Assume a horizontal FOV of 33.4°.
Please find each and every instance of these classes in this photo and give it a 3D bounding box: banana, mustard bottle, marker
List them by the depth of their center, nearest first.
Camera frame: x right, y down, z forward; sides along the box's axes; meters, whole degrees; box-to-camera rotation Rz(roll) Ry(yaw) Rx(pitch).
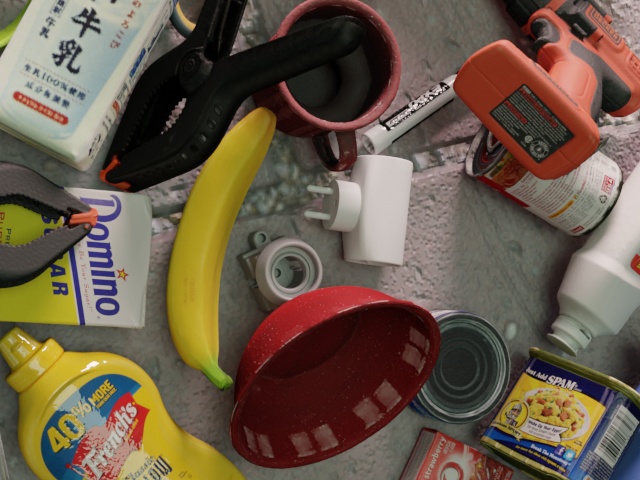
[{"bbox_3d":[-0.142,0.131,0.708,0.096,0.058,0.191,-44,101,-16],"label":"mustard bottle"},{"bbox_3d":[-0.072,0.004,0.737,0.037,0.070,0.198,28,67,-60],"label":"banana"},{"bbox_3d":[0.083,-0.105,0.817,0.121,0.020,0.020,-35,99,-17],"label":"marker"}]

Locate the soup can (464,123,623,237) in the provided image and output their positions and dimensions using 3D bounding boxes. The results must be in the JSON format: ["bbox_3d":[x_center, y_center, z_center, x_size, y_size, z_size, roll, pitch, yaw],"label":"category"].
[{"bbox_3d":[0.172,-0.055,0.821,0.102,0.069,0.068,29,78,-16],"label":"soup can"}]

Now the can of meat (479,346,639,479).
[{"bbox_3d":[0.179,0.137,0.789,0.057,0.102,0.084,42,76,-37],"label":"can of meat"}]

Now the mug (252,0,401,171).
[{"bbox_3d":[0.002,-0.106,0.756,0.093,0.082,0.117,-16,93,-19],"label":"mug"}]

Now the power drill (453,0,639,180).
[{"bbox_3d":[0.162,-0.140,0.783,0.184,0.057,0.187,44,40,-3],"label":"power drill"}]

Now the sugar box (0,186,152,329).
[{"bbox_3d":[-0.201,0.008,0.700,0.176,0.048,0.093,4,86,-18],"label":"sugar box"}]

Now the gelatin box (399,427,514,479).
[{"bbox_3d":[0.095,0.196,0.802,0.073,0.030,0.089,29,78,-16],"label":"gelatin box"}]

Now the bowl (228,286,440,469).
[{"bbox_3d":[0.001,0.084,0.736,0.162,0.162,0.055,-20,49,-18],"label":"bowl"}]

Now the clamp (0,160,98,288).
[{"bbox_3d":[-0.223,0.001,0.646,0.171,0.039,0.120,6,84,-20],"label":"clamp"}]

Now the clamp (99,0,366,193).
[{"bbox_3d":[-0.075,-0.119,0.713,0.210,0.165,0.036,-41,139,20],"label":"clamp"}]

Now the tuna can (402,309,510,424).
[{"bbox_3d":[0.099,0.095,0.806,0.086,0.034,0.086,1,87,-19],"label":"tuna can"}]
